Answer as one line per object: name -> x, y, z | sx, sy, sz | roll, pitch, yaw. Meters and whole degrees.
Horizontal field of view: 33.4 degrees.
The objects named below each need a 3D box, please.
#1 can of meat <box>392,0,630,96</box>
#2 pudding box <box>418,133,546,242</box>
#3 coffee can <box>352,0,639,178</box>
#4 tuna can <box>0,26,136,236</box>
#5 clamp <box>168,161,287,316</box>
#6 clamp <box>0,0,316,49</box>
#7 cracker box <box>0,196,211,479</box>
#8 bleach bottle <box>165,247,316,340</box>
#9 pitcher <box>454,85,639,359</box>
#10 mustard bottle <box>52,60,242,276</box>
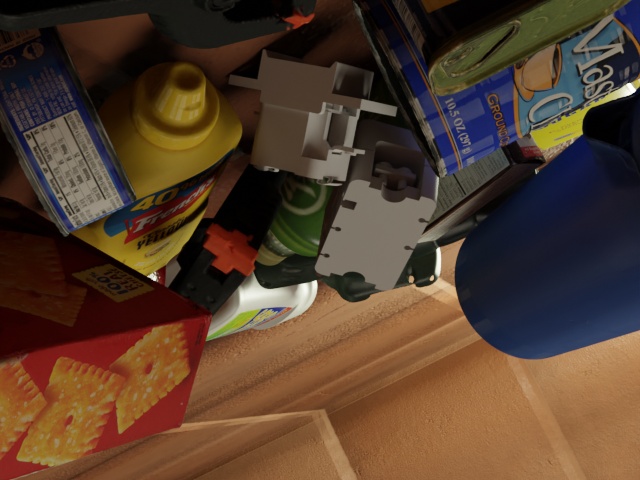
can of meat -> 0.075, -0.125, 0.463 | 0.102, 0.084, 0.057 | -27, 167, 5
pudding box -> 0.083, -0.061, 0.716 | 0.039, 0.090, 0.114 | -13, 161, -43
coffee can -> 0.101, -0.108, 0.539 | 0.140, 0.103, 0.102 | -26, 167, 4
tuna can -> -0.106, -0.047, 0.426 | 0.033, 0.086, 0.086 | -26, 167, -8
clamp -> -0.054, 0.001, 0.604 | 0.164, 0.036, 0.210 | -59, -173, -14
clamp -> -0.052, -0.104, 0.408 | 0.120, 0.039, 0.171 | -27, 167, 10
cracker box -> -0.178, 0.037, 0.457 | 0.213, 0.164, 0.072 | -5, 116, -56
bleach bottle -> -0.061, 0.045, 0.929 | 0.103, 0.068, 0.250 | -30, 169, 20
pitcher -> 0.190, 0.000, 0.657 | 0.144, 0.149, 0.243 | -28, 173, -26
mustard bottle -> -0.089, -0.037, 0.556 | 0.096, 0.058, 0.192 | -29, 170, -28
